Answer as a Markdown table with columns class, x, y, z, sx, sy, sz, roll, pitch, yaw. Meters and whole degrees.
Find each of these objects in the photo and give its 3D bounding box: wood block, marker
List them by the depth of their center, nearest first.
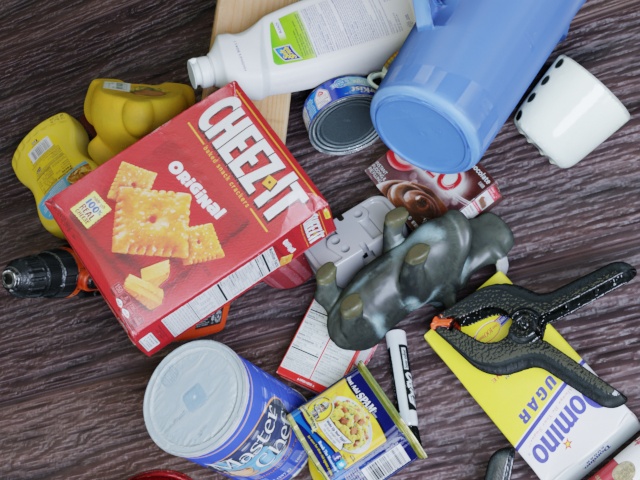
| class | x | y | z | sx | sy | sz | roll | pitch | yaw |
| --- | --- | --- | --- | --- | --- | --- | --- | --- | --- |
| marker | 0.076 | 0.139 | 0.969 | 0.020 | 0.020 | 0.121 | -17 | 60 | 20 |
| wood block | -0.079 | -0.156 | 1.131 | 0.090 | 0.090 | 0.206 | 9 | 66 | -7 |

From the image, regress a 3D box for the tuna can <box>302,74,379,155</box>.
| class | x | y | z | sx | sy | sz | roll | pitch | yaw |
| --- | --- | --- | --- | --- | --- | --- | --- | --- | --- |
| tuna can | 0.025 | -0.127 | 1.084 | 0.086 | 0.086 | 0.034 | -28 | 55 | 13 |

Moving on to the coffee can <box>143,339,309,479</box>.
| class | x | y | z | sx | sy | sz | roll | pitch | yaw |
| --- | --- | --- | --- | --- | --- | --- | --- | --- | --- |
| coffee can | -0.079 | 0.160 | 0.966 | 0.103 | 0.140 | 0.103 | -12 | 62 | 23 |

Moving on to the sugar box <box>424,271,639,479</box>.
| class | x | y | z | sx | sy | sz | roll | pitch | yaw |
| --- | --- | --- | --- | --- | --- | --- | --- | --- | --- |
| sugar box | 0.177 | 0.119 | 0.909 | 0.093 | 0.048 | 0.176 | -42 | 54 | 4 |

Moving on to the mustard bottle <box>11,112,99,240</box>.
| class | x | y | z | sx | sy | sz | roll | pitch | yaw |
| --- | --- | --- | --- | --- | --- | --- | --- | --- | --- |
| mustard bottle | -0.286 | -0.057 | 1.230 | 0.096 | 0.058 | 0.192 | -41 | 54 | 7 |

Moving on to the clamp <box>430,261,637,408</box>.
| class | x | y | z | sx | sy | sz | roll | pitch | yaw |
| --- | --- | --- | --- | --- | --- | --- | --- | --- | --- |
| clamp | 0.180 | 0.065 | 0.884 | 0.172 | 0.039 | 0.120 | 10 | 66 | 27 |

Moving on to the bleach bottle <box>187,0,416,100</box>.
| class | x | y | z | sx | sy | sz | roll | pitch | yaw |
| --- | --- | --- | --- | --- | --- | --- | --- | --- | --- |
| bleach bottle | -0.014 | -0.203 | 1.081 | 0.250 | 0.068 | 0.102 | -16 | 66 | -15 |

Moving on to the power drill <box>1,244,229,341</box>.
| class | x | y | z | sx | sy | sz | roll | pitch | yaw |
| --- | --- | --- | --- | --- | --- | --- | --- | --- | --- |
| power drill | -0.198 | 0.047 | 1.072 | 0.188 | 0.184 | 0.057 | 17 | 103 | 25 |

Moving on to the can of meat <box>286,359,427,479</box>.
| class | x | y | z | sx | sy | sz | roll | pitch | yaw |
| --- | --- | --- | --- | --- | --- | --- | --- | --- | --- |
| can of meat | 0.029 | 0.168 | 0.923 | 0.084 | 0.057 | 0.102 | -34 | 45 | -3 |

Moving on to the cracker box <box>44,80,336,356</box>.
| class | x | y | z | sx | sy | sz | roll | pitch | yaw |
| --- | --- | --- | --- | --- | --- | --- | --- | --- | --- |
| cracker box | -0.119 | -0.023 | 0.984 | 0.213 | 0.072 | 0.164 | -34 | 69 | -6 |

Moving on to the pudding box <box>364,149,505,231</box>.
| class | x | y | z | sx | sy | sz | roll | pitch | yaw |
| --- | --- | --- | --- | --- | --- | --- | --- | --- | --- |
| pudding box | 0.110 | -0.055 | 1.032 | 0.090 | 0.039 | 0.114 | -40 | 55 | 5 |

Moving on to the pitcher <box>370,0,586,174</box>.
| class | x | y | z | sx | sy | sz | roll | pitch | yaw |
| --- | --- | --- | --- | --- | --- | --- | --- | --- | --- |
| pitcher | 0.138 | -0.187 | 0.966 | 0.149 | 0.145 | 0.242 | 29 | 63 | 7 |

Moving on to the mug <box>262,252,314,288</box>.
| class | x | y | z | sx | sy | sz | roll | pitch | yaw |
| --- | --- | --- | --- | --- | --- | --- | --- | --- | --- |
| mug | -0.057 | 0.001 | 1.067 | 0.117 | 0.081 | 0.093 | -18 | 60 | 19 |

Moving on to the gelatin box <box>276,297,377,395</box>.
| class | x | y | z | sx | sy | sz | roll | pitch | yaw |
| --- | --- | --- | --- | --- | --- | --- | --- | --- | --- |
| gelatin box | 0.011 | 0.103 | 1.014 | 0.073 | 0.030 | 0.089 | 20 | 76 | 35 |
